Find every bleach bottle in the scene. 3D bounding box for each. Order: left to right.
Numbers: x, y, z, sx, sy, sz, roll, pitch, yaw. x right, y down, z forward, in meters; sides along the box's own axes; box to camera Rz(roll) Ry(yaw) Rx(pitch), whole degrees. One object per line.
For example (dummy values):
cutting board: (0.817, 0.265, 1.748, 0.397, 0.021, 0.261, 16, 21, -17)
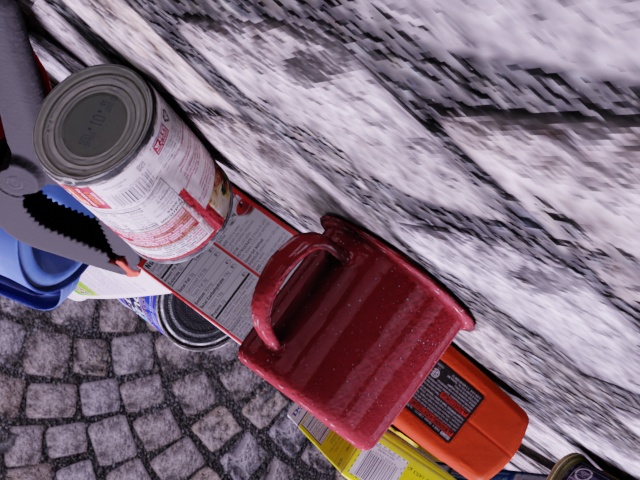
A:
bleach bottle: (-0.212, 0.009, 0.982, 0.251, 0.068, 0.102, -9, 128, 52)

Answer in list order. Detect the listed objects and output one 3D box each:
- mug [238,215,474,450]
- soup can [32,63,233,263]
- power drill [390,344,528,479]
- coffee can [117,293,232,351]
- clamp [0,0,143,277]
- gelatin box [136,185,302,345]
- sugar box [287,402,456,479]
mug: (0.008, 0.042, 0.511, 0.093, 0.081, 0.117, 30, 169, 42)
soup can: (-0.095, -0.037, 0.555, 0.069, 0.068, 0.102, 33, 171, 28)
power drill: (0.068, 0.105, 0.702, 0.184, 0.057, 0.188, 38, 172, -6)
coffee can: (-0.139, 0.040, 1.050, 0.102, 0.103, 0.140, 42, 170, -31)
clamp: (-0.182, -0.045, 0.615, 0.165, 0.036, 0.209, -16, 133, 24)
gelatin box: (-0.052, 0.013, 0.639, 0.089, 0.073, 0.030, 36, 173, 8)
sugar box: (0.038, 0.161, 0.814, 0.093, 0.048, 0.176, 36, 173, -13)
